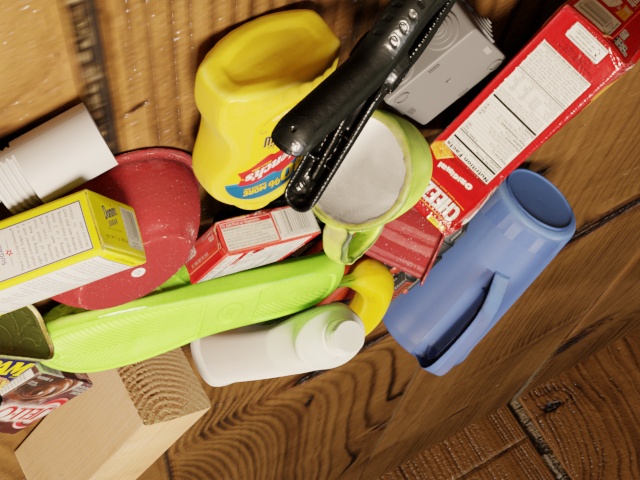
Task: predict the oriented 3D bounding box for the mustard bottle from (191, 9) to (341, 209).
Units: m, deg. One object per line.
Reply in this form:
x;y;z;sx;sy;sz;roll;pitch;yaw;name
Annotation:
-0.044;-0.075;0.746;0.096;0.058;0.192;-33;163;-22;mustard bottle

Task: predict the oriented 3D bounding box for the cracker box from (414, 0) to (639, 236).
0.175;-0.115;0.889;0.214;0.072;0.164;-47;176;35;cracker box

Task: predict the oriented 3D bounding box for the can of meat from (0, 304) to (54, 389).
-0.266;0.085;0.801;0.084;0.057;0.102;-34;160;14;can of meat

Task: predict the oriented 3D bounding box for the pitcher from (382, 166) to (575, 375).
0.183;0.037;1.238;0.144;0.149;0.243;-12;149;-44;pitcher

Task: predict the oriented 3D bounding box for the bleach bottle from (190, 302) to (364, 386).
-0.036;0.097;1.012;0.102;0.068;0.251;-24;-175;-25;bleach bottle

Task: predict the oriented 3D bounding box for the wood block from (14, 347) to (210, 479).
-0.214;0.193;1.087;0.090;0.091;0.206;-8;149;-49;wood block

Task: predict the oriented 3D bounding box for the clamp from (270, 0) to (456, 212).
0.036;-0.111;0.712;0.210;0.036;0.164;-52;173;-15;clamp

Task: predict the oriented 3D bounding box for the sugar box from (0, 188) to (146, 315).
-0.208;0.020;0.679;0.176;0.048;0.093;-17;172;6;sugar box

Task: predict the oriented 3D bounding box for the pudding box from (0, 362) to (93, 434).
-0.265;0.131;0.939;0.090;0.039;0.113;-33;160;3;pudding box

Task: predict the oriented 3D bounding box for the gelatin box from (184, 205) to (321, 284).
-0.056;0.001;0.838;0.089;0.030;0.073;-14;169;-31;gelatin box

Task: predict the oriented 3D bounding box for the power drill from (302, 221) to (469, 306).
0.061;0.023;1.143;0.185;0.057;0.187;-44;157;22;power drill

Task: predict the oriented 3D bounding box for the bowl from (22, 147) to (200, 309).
-0.148;0.003;0.784;0.162;0.055;0.162;-28;161;-11;bowl

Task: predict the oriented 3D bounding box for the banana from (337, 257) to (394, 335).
0.039;0.060;1.063;0.069;0.037;0.198;-14;156;-6;banana

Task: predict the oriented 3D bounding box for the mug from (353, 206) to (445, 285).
0.079;-0.028;0.977;0.093;0.081;0.117;69;45;-83;mug
